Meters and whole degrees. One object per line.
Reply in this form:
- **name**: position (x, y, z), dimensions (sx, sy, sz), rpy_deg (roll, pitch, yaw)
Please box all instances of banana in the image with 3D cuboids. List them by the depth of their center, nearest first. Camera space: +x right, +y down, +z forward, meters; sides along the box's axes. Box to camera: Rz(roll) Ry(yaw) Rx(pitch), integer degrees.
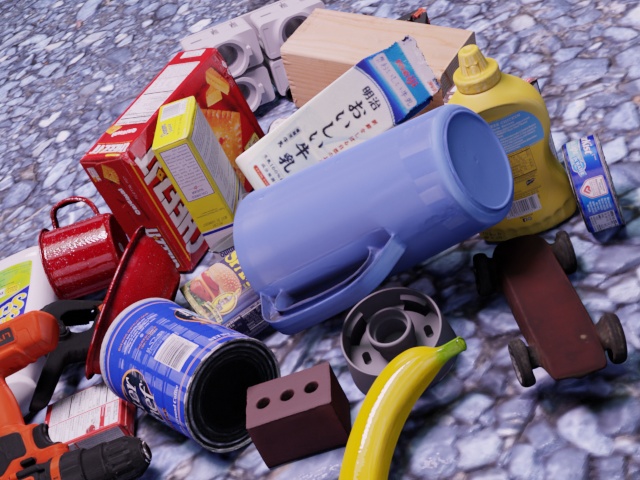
- **banana**: position (0.049, 0.156, 0.823), dimensions (0.070, 0.037, 0.197), rpy_deg (-17, 42, 56)

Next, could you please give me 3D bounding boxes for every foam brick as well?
- **foam brick**: position (-0.018, 0.146, 0.894), dimensions (0.078, 0.051, 0.053), rpy_deg (-20, 33, 11)

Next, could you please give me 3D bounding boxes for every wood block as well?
- **wood block**: position (0.069, -0.194, 1.225), dimensions (0.206, 0.091, 0.090), rpy_deg (16, 52, 29)

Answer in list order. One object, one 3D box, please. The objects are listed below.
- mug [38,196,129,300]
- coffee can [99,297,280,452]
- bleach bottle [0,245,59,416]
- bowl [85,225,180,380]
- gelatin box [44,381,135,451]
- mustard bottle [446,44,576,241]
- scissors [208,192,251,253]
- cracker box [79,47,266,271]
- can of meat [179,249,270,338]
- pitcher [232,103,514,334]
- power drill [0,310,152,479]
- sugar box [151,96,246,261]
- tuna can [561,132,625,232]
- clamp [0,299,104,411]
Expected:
- **mug**: position (-0.266, 0.006, 1.210), dimensions (0.081, 0.117, 0.093), rpy_deg (-19, 0, 4)
- **coffee can**: position (-0.118, 0.117, 0.957), dimensions (0.102, 0.102, 0.141), rpy_deg (-44, 37, -24)
- **bleach bottle**: position (-0.328, 0.111, 1.153), dimensions (0.102, 0.068, 0.251), rpy_deg (-24, 35, 4)
- **bowl**: position (-0.179, 0.069, 1.061), dimensions (0.055, 0.162, 0.162), rpy_deg (19, 41, -3)
- **gelatin box**: position (-0.220, 0.174, 1.018), dimensions (0.089, 0.030, 0.073), rpy_deg (-23, 32, 7)
- **mustard bottle**: position (0.162, -0.091, 0.965), dimensions (0.096, 0.191, 0.058), rpy_deg (-17, 34, 14)
- **scissors**: position (-0.057, 0.001, 1.059), dimensions (0.016, 0.096, 0.201), rpy_deg (-52, 10, 18)
- **cracker box**: position (-0.153, -0.094, 1.216), dimensions (0.072, 0.164, 0.213), rpy_deg (-3, 40, 36)
- **can of meat**: position (-0.083, 0.057, 1.059), dimensions (0.084, 0.057, 0.102), rpy_deg (-35, 34, -9)
- **pitcher**: position (0.044, -0.018, 0.942), dimensions (0.243, 0.149, 0.144), rpy_deg (-26, -12, 40)
- **power drill**: position (-0.256, 0.161, 0.965), dimensions (0.184, 0.057, 0.188), rpy_deg (-23, 63, 3)
- **sugar box**: position (-0.116, -0.055, 1.126), dimensions (0.048, 0.176, 0.093), rpy_deg (-17, 34, 11)
- **tuna can**: position (0.243, -0.051, 0.951), dimensions (0.034, 0.086, 0.086), rpy_deg (-18, 34, 16)
- **clamp**: position (-0.271, 0.110, 1.093), dimensions (0.171, 0.039, 0.120), rpy_deg (-21, 61, -46)
